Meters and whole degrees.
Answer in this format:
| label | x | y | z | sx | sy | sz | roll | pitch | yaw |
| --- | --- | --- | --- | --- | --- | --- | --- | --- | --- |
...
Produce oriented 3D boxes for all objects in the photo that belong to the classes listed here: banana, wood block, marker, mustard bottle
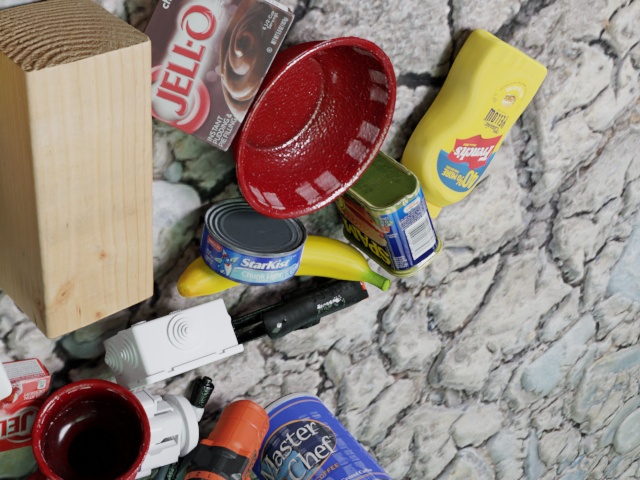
| label | x | y | z | sx | sy | sz | roll | pitch | yaw |
| --- | --- | --- | --- | --- | --- | --- | --- | --- | --- |
| banana | -0.037 | 0.020 | 0.927 | 0.197 | 0.070 | 0.037 | -2 | 112 | -25 |
| wood block | -0.175 | -0.050 | 0.732 | 0.090 | 0.091 | 0.206 | -23 | 134 | -35 |
| marker | -0.128 | 0.182 | 1.001 | 0.020 | 0.020 | 0.121 | 14 | 104 | -45 |
| mustard bottle | 0.127 | -0.094 | 0.985 | 0.096 | 0.058 | 0.192 | 14 | 112 | -51 |

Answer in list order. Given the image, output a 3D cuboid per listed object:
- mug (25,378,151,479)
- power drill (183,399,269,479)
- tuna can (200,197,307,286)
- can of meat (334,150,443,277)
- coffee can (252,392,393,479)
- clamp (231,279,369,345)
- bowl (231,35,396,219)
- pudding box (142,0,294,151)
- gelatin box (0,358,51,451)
| label | x | y | z | sx | sy | sz | roll | pitch | yaw |
| --- | --- | --- | --- | --- | --- | --- | --- | --- | --- |
| mug | -0.196 | 0.177 | 0.872 | 0.117 | 0.093 | 0.082 | -39 | 167 | -24 |
| power drill | -0.097 | 0.268 | 0.994 | 0.184 | 0.057 | 0.188 | -60 | 162 | -48 |
| tuna can | -0.056 | 0.001 | 0.882 | 0.085 | 0.086 | 0.034 | -11 | 129 | -35 |
| can of meat | 0.054 | -0.029 | 0.941 | 0.057 | 0.102 | 0.084 | -36 | 136 | -14 |
| coffee can | -0.001 | 0.234 | 1.068 | 0.102 | 0.140 | 0.103 | -22 | 133 | -26 |
| clamp | -0.017 | 0.062 | 0.958 | 0.171 | 0.120 | 0.039 | -22 | 97 | -31 |
| bowl | -0.016 | -0.099 | 0.855 | 0.161 | 0.055 | 0.162 | -28 | 139 | -28 |
| pudding box | -0.083 | -0.133 | 0.761 | 0.090 | 0.039 | 0.113 | 25 | 104 | -13 |
| gelatin box | -0.265 | 0.136 | 0.852 | 0.089 | 0.030 | 0.073 | -5 | 124 | -38 |
